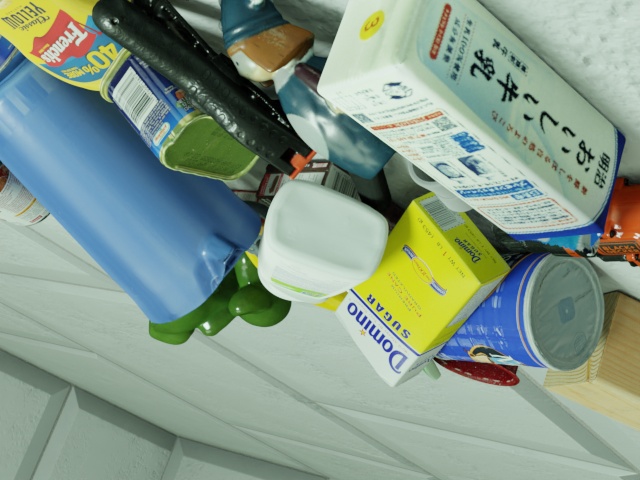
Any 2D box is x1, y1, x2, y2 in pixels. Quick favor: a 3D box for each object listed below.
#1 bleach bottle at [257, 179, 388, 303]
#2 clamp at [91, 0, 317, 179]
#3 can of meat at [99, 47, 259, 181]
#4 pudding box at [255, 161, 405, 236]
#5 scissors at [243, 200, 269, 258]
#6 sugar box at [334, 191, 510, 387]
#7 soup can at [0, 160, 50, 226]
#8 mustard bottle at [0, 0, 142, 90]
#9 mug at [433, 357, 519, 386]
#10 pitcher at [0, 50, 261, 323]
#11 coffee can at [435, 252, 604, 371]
[{"bbox_3d":[-0.018,0.015,0.964,0.102,0.068,0.251,21,166,-8],"label":"bleach bottle"},{"bbox_3d":[-0.074,-0.111,0.713,0.171,0.039,0.120,41,-160,-18],"label":"clamp"},{"bbox_3d":[-0.096,-0.093,0.775,0.084,0.057,0.101,50,-158,27],"label":"can of meat"},{"bbox_3d":[0.012,-0.030,0.962,0.090,0.039,0.113,1,154,47],"label":"pudding box"},{"bbox_3d":[-0.057,0.001,1.075,0.096,0.016,0.201,2,155,35],"label":"scissors"},{"bbox_3d":[0.082,0.046,0.927,0.093,0.048,0.176,53,138,20],"label":"sugar box"},{"bbox_3d":[-0.283,-0.055,0.932,0.069,0.068,0.102,13,173,23],"label":"soup can"},{"bbox_3d":[-0.182,-0.159,0.763,0.096,0.058,0.191,-18,144,31],"label":"mustard bottle"},{"bbox_3d":[0.156,0.090,1.086,0.117,0.081,0.093,15,162,17],"label":"mug"},{"bbox_3d":[-0.179,-0.055,0.901,0.149,0.145,0.242,-32,116,23],"label":"pitcher"},{"bbox_3d":[0.165,0.061,0.955,0.102,0.102,0.141,33,159,-34],"label":"coffee can"}]
